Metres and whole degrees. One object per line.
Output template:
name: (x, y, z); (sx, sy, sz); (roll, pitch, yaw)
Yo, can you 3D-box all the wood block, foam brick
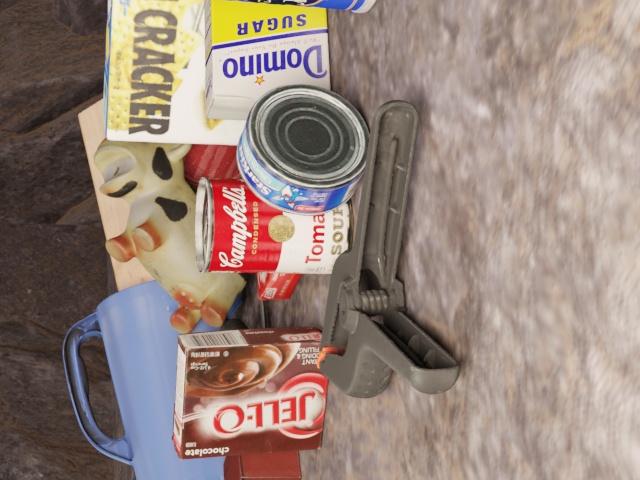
wood block: (-0.174, -0.052, 1.128); (0.090, 0.090, 0.206); (-23, 75, 32)
foam brick: (-0.051, 0.195, 0.906); (0.078, 0.051, 0.053); (109, 158, -49)

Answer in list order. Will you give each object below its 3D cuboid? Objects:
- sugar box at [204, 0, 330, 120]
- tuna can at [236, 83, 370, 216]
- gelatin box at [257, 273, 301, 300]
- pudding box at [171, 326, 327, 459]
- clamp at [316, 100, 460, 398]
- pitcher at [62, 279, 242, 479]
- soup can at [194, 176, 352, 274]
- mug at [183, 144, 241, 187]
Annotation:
sugar box: (-0.043, -0.180, 0.826); (0.048, 0.093, 0.176); (128, 140, -67)
tuna can: (-0.010, -0.061, 0.704); (0.034, 0.086, 0.086); (117, 151, -56)
gelatin box: (-0.037, -0.002, 0.908); (0.073, 0.030, 0.089); (120, 148, -62)
pudding box: (-0.052, 0.112, 0.794); (0.039, 0.113, 0.090); (-133, 45, -66)
clamp: (0.033, 0.044, 0.624); (0.210, 0.036, 0.164); (109, 157, -55)
pitcher: (-0.150, 0.168, 1.067); (0.149, 0.144, 0.243); (-25, 69, 30)
soup can: (-0.035, -0.010, 0.758); (0.069, 0.102, 0.068); (-179, 90, -76)
mug: (-0.100, -0.120, 1.076); (0.117, 0.093, 0.082); (-58, 2, -32)
